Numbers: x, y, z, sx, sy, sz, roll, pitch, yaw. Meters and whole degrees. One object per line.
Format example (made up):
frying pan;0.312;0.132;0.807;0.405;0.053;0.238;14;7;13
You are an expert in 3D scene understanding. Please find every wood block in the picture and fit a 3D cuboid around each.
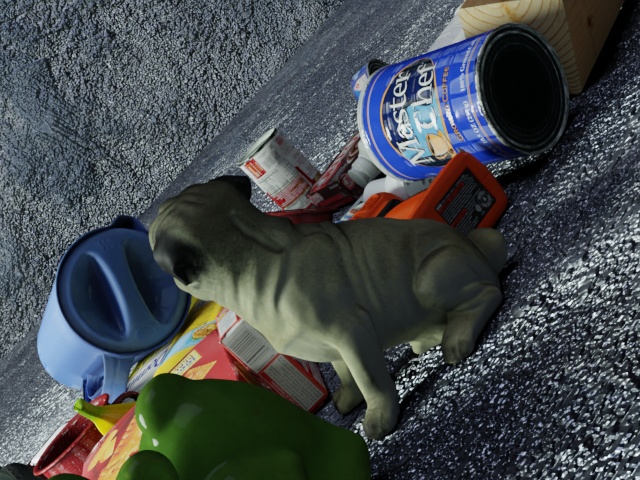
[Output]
wood block;0.205;-0.217;0.941;0.090;0.091;0.205;-1;37;31

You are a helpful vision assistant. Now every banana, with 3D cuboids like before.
banana;-0.111;0.129;0.922;0.197;0.070;0.037;-24;49;-20

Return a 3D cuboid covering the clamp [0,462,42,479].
clamp;-0.326;0.282;1.126;0.039;0.120;0.172;-26;17;-38

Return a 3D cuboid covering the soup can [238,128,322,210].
soup can;-0.045;-0.082;1.338;0.068;0.102;0.068;-42;13;12

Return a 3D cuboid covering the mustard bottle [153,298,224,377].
mustard bottle;-0.113;0.109;1.036;0.096;0.058;0.191;-32;17;27

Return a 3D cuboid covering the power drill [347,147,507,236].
power drill;0.047;0.011;0.838;0.184;0.057;0.188;-52;14;-30

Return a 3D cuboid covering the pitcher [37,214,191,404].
pitcher;-0.231;0.093;1.128;0.149;0.145;0.243;-42;0;-29

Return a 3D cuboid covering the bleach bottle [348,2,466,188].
bleach bottle;0.116;-0.157;1.162;0.250;0.068;0.103;-50;13;-12

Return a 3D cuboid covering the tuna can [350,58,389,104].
tuna can;0.077;-0.175;1.287;0.034;0.086;0.086;-39;13;31

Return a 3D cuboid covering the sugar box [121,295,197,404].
sugar box;-0.161;0.125;1.165;0.093;0.048;0.176;-38;12;31

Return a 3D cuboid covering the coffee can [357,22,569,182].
coffee can;0.112;-0.107;0.861;0.141;0.102;0.102;-10;35;52

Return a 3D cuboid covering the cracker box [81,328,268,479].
cracker box;-0.104;0.165;0.792;0.164;0.072;0.214;-45;13;-1

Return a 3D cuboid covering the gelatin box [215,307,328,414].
gelatin box;-0.037;0.086;0.793;0.030;0.089;0.073;-45;12;2

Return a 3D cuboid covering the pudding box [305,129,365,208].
pudding box;0.041;-0.088;1.224;0.113;0.039;0.090;-50;13;-24

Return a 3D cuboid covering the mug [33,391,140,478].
mug;-0.186;0.189;0.954;0.093;0.081;0.117;-27;21;54
